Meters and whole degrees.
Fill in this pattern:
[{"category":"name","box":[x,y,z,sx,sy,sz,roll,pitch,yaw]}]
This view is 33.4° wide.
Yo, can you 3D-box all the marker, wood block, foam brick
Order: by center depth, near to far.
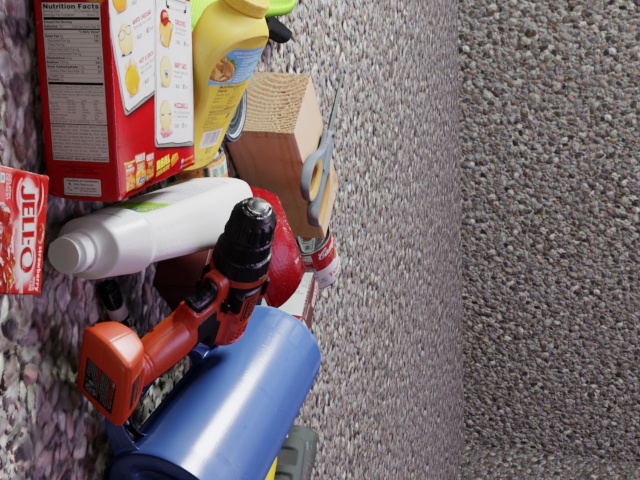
[{"category":"marker","box":[-0.177,0.079,0.963,0.121,0.020,0.020,79,21,-44]},{"category":"foam brick","box":[-0.128,0.040,1.078,0.078,0.051,0.053,69,30,-58]},{"category":"wood block","box":[-0.045,-0.100,1.287,0.206,0.090,0.090,73,25,-54]}]

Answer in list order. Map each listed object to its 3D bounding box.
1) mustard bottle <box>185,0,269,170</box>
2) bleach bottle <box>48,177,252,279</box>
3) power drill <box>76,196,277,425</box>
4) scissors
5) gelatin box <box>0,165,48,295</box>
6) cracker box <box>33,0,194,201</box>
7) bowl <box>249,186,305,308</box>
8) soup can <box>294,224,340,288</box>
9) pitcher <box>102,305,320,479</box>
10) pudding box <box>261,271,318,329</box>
[{"category":"mustard bottle","box":[-0.096,-0.158,0.978,0.096,0.058,0.192,-24,147,-59]},{"category":"bleach bottle","box":[-0.152,-0.008,0.921,0.250,0.103,0.068,-22,107,-65]},{"category":"power drill","box":[-0.116,0.061,0.906,0.187,0.057,0.185,-35,156,-37]},{"category":"scissors","box":[0.003,-0.118,1.252,0.096,0.016,0.202,41,55,-72]},{"category":"gelatin box","box":[-0.222,-0.007,0.748,0.073,0.030,0.089,13,82,-75]},{"category":"cracker box","box":[-0.163,-0.151,0.860,0.164,0.072,0.214,-44,135,-69]},{"category":"bowl","box":[-0.058,0.001,1.188,0.162,0.055,0.162,160,-91,-87]},{"category":"soup can","box":[-0.012,0.016,1.486,0.102,0.068,0.068,72,26,-57]},{"category":"pitcher","box":[-0.097,0.165,1.021,0.242,0.145,0.149,-56,161,-47]},{"category":"pudding box","box":[-0.058,0.090,1.285,0.039,0.090,0.113,70,28,-53]}]
